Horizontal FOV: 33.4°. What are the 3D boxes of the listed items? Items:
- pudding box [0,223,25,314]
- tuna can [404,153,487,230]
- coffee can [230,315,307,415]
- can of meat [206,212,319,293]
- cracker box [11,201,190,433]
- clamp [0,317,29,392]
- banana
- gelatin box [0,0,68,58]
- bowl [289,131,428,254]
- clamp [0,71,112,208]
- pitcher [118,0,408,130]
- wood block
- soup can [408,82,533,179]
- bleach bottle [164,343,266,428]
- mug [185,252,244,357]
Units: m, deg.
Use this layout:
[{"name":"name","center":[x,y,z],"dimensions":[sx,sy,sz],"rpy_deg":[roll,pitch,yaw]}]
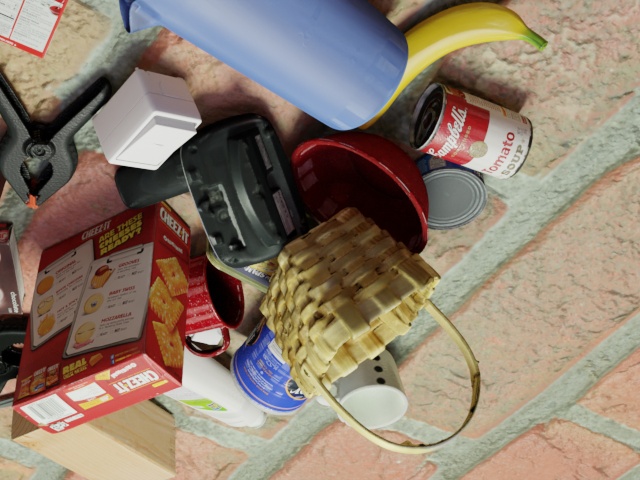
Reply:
[{"name":"pudding box","center":[-0.378,0.032,1.175],"dimensions":[0.090,0.039,0.113],"rpy_deg":[1,134,-3]},{"name":"tuna can","center":[0.129,-0.052,1.113],"dimensions":[0.086,0.033,0.086],"rpy_deg":[-1,134,-1]},{"name":"coffee can","center":[-0.028,0.121,1.228],"dimensions":[0.102,0.103,0.140],"rpy_deg":[21,130,-21]},{"name":"can of meat","center":[-0.058,0.001,1.144],"dimensions":[0.102,0.057,0.084],"rpy_deg":[29,124,-27]},{"name":"cracker box","center":[-0.219,0.077,1.102],"dimensions":[0.164,0.213,0.072],"rpy_deg":[-23,132,20]},{"name":"clamp","center":[-0.395,0.136,1.277],"dimensions":[0.210,0.036,0.164],"rpy_deg":[-27,131,21]},{"name":"banana","center":[0.104,-0.169,0.982],"dimensions":[0.198,0.069,0.037],"rpy_deg":[-22,176,26]},{"name":"gelatin box","center":[-0.264,-0.215,0.945],"dimensions":[0.073,0.030,0.089],"rpy_deg":[21,130,-19]},{"name":"bowl","center":[0.050,-0.055,1.063],"dimensions":[0.162,0.055,0.162],"rpy_deg":[29,150,18]},{"name":"clamp","center":[-0.284,-0.105,1.045],"dimensions":[0.120,0.039,0.172],"rpy_deg":[17,127,-17]},{"name":"pitcher","center":[-0.036,-0.205,0.906],"dimensions":[0.242,0.145,0.149],"rpy_deg":[31,138,-32]},{"name":"wood block","center":[-0.273,0.229,1.311],"dimensions":[0.091,0.090,0.206],"rpy_deg":[-22,141,20]},{"name":"soup can","center":[0.146,-0.105,1.039],"dimensions":[0.102,0.068,0.069],"rpy_deg":[17,131,-19]},{"name":"bleach bottle","center":[-0.160,0.166,1.292],"dimensions":[0.103,0.068,0.250],"rpy_deg":[-4,148,41]},{"name":"mug","center":[-0.137,0.073,1.179],"dimensions":[0.082,0.093,0.117],"rpy_deg":[-15,96,19]}]
